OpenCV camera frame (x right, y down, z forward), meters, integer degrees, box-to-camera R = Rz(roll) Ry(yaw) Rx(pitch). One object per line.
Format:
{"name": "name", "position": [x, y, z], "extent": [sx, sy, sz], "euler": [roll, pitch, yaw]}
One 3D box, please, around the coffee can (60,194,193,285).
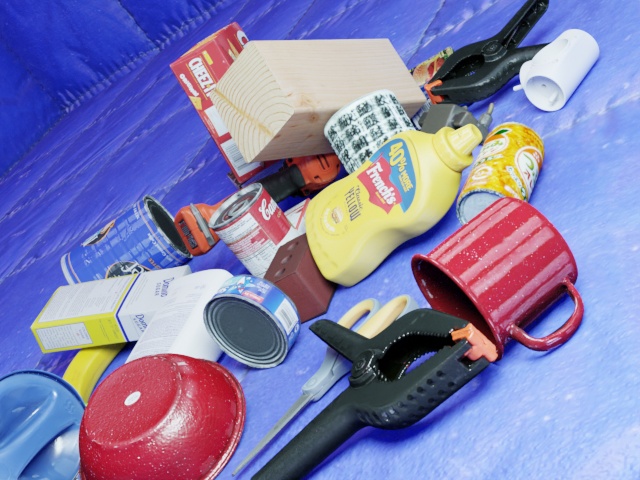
{"name": "coffee can", "position": [-0.253, 0.022, 1.398], "extent": [0.140, 0.102, 0.103], "euler": [-36, 19, 7]}

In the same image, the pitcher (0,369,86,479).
{"name": "pitcher", "position": [-0.352, 0.222, 1.077], "extent": [0.243, 0.149, 0.145], "euler": [-25, 34, 42]}

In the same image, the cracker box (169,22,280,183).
{"name": "cracker box", "position": [-0.102, -0.180, 1.339], "extent": [0.072, 0.164, 0.213], "euler": [-28, 14, 11]}

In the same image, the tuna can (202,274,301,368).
{"name": "tuna can", "position": [-0.061, 0.073, 0.965], "extent": [0.086, 0.086, 0.033], "euler": [-20, 24, 42]}

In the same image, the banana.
{"name": "banana", "position": [-0.259, 0.146, 1.237], "extent": [0.070, 0.037, 0.197], "euler": [-10, 30, 18]}

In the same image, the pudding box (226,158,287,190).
{"name": "pudding box", "position": [-0.066, -0.102, 1.438], "extent": [0.113, 0.039, 0.090], "euler": [-39, 19, -3]}

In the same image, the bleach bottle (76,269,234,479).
{"name": "bleach bottle", "position": [-0.161, 0.137, 1.037], "extent": [0.103, 0.068, 0.250], "euler": [-18, 30, 42]}

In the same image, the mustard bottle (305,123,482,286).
{"name": "mustard bottle", "position": [0.070, -0.044, 0.968], "extent": [0.192, 0.058, 0.096], "euler": [-37, 47, 32]}

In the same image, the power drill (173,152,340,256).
{"name": "power drill", "position": [-0.074, -0.048, 1.226], "extent": [0.187, 0.057, 0.184], "euler": [-30, 1, -13]}

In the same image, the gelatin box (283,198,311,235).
{"name": "gelatin box", "position": [-0.040, -0.002, 1.180], "extent": [0.073, 0.030, 0.089], "euler": [-31, 18, 22]}

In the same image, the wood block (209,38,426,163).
{"name": "wood block", "position": [0.001, -0.149, 1.117], "extent": [0.205, 0.091, 0.090], "euler": [-12, -24, -45]}

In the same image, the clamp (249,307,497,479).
{"name": "clamp", "position": [0.034, 0.108, 0.759], "extent": [0.210, 0.036, 0.164], "euler": [-21, 36, 48]}

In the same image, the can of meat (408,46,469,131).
{"name": "can of meat", "position": [0.128, -0.171, 1.224], "extent": [0.084, 0.057, 0.102], "euler": [-29, 22, 18]}

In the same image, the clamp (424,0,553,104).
{"name": "clamp", "position": [0.195, -0.188, 1.120], "extent": [0.171, 0.039, 0.120], "euler": [-36, 35, 2]}

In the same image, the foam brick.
{"name": "foam brick", "position": [-0.018, 0.036, 1.021], "extent": [0.053, 0.051, 0.078], "euler": [-27, 22, 31]}

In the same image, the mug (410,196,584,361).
{"name": "mug", "position": [0.130, 0.029, 0.736], "extent": [0.081, 0.093, 0.117], "euler": [-38, 49, -13]}

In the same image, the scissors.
{"name": "scissors", "position": [-0.003, 0.111, 0.882], "extent": [0.201, 0.016, 0.096], "euler": [-40, 18, -4]}

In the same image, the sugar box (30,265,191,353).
{"name": "sugar box", "position": [-0.239, 0.081, 1.250], "extent": [0.176, 0.048, 0.093], "euler": [-7, 30, 17]}

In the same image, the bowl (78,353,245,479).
{"name": "bowl", "position": [-0.147, 0.151, 0.905], "extent": [0.162, 0.055, 0.162], "euler": [-17, 42, 15]}

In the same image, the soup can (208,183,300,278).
{"name": "soup can", "position": [-0.057, 0.001, 1.093], "extent": [0.068, 0.102, 0.068], "euler": [-34, 19, 13]}
